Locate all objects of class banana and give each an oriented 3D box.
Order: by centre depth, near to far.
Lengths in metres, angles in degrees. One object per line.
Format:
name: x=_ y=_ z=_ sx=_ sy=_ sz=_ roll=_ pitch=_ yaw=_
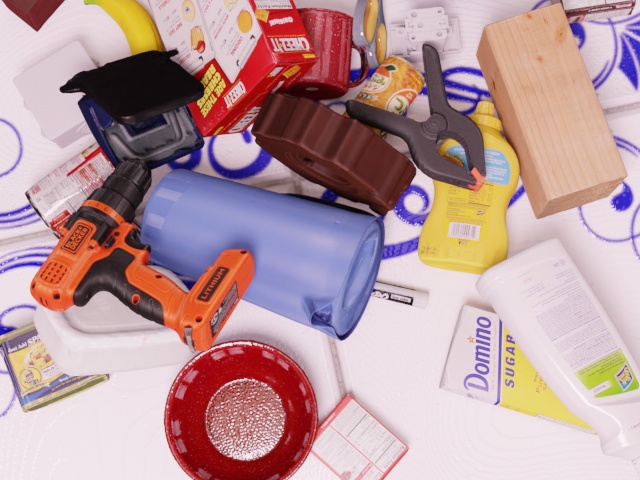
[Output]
banana: x=-0.212 y=-0.212 z=1.236 sx=0.070 sy=0.037 sz=0.198 roll=-29 pitch=74 yaw=24

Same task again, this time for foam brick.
foam brick: x=-0.332 y=-0.296 z=1.248 sx=0.053 sy=0.051 sz=0.078 roll=37 pitch=81 yaw=9

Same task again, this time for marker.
marker: x=0.059 y=0.053 z=1.174 sx=0.121 sy=0.020 sz=0.020 roll=13 pitch=78 yaw=5

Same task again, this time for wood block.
wood block: x=0.250 y=-0.140 z=1.173 sx=0.090 sy=0.091 sz=0.206 roll=-17 pitch=78 yaw=-2

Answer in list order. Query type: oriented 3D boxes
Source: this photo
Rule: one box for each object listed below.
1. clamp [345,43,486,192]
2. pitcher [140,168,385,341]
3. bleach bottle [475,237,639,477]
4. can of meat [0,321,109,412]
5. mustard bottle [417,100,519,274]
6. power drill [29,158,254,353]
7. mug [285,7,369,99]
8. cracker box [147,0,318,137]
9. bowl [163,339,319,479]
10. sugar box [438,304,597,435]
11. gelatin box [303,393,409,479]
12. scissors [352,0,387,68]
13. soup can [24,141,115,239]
clamp: x=0.125 y=-0.130 z=1.149 sx=0.171 sy=0.039 sz=0.120 roll=43 pitch=87 yaw=10
pitcher: x=-0.057 y=0.001 z=1.131 sx=0.243 sy=0.149 sz=0.145 roll=18 pitch=84 yaw=17
bleach bottle: x=0.263 y=0.125 z=1.081 sx=0.102 sy=0.068 sz=0.251 roll=-26 pitch=74 yaw=-10
can of meat: x=-0.287 y=0.129 z=1.151 sx=0.102 sy=0.057 sz=0.084 roll=-23 pitch=79 yaw=-3
mustard bottle: x=0.168 y=-0.062 z=1.175 sx=0.096 sy=0.058 sz=0.191 roll=8 pitch=78 yaw=13
power drill: x=-0.162 y=0.015 z=1.041 sx=0.188 sy=0.057 sz=0.184 roll=21 pitch=62 yaw=16
mug: x=0.004 y=-0.205 z=1.205 sx=0.117 sy=0.093 sz=0.081 roll=9 pitch=81 yaw=-32
cracker box: x=-0.105 y=-0.246 z=1.173 sx=0.071 sy=0.164 sz=0.214 roll=-13 pitch=75 yaw=-40
bowl: x=-0.082 y=0.188 z=1.131 sx=0.162 sy=0.055 sz=0.162 roll=0 pitch=78 yaw=2
sugar box: x=0.223 y=0.137 z=1.136 sx=0.176 sy=0.048 sz=0.093 roll=16 pitch=77 yaw=4
gelatin box: x=0.038 y=0.219 z=1.133 sx=0.089 sy=0.030 sz=0.073 roll=41 pitch=81 yaw=9
scissors: x=0.070 y=-0.280 z=1.240 sx=0.016 sy=0.096 sz=0.201 roll=0 pitch=46 yaw=21
soup can: x=-0.267 y=-0.056 z=1.184 sx=0.102 sy=0.068 sz=0.068 roll=-36 pitch=79 yaw=-5
